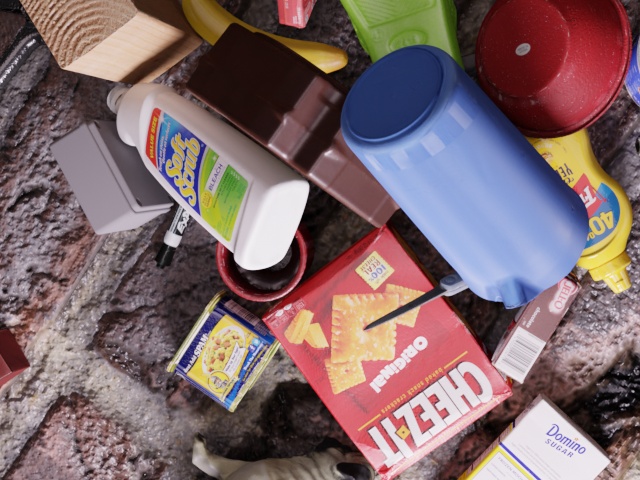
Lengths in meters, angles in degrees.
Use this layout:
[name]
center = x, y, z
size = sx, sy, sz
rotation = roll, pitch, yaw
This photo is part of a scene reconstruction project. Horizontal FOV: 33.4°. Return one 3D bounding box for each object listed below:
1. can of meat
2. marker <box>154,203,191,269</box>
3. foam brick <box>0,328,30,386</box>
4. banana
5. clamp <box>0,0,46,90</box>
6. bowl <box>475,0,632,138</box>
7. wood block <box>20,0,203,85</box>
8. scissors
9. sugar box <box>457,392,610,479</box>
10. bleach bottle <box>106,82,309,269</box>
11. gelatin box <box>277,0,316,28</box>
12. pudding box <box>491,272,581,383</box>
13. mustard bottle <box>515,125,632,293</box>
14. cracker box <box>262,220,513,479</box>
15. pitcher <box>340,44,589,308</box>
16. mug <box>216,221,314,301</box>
[can of meat]
center = -0.099, 0.118, 1.130
size = 0.084, 0.057, 0.102
rotation = 34, 99, 5
[marker]
center = -0.149, -0.025, 1.150
size = 0.020, 0.020, 0.121
rotation = 25, 98, 8
[foam brick]
center = -0.374, 0.141, 1.187
size = 0.078, 0.051, 0.053
rotation = -32, 86, 11
[banana]
center = -0.068, -0.211, 1.104
size = 0.198, 0.070, 0.037
rotation = 28, 58, 1
[clamp]
center = -0.311, -0.233, 1.159
size = 0.171, 0.039, 0.120
rotation = -12, 92, 11
[bowl]
center = 0.200, -0.176, 0.985
size = 0.162, 0.055, 0.162
rotation = 1, 92, 40
[wood block]
center = -0.201, -0.220, 1.053
size = 0.090, 0.206, 0.091
rotation = -33, 87, 11
[scissors]
center = 0.129, 0.031, 1.041
size = 0.202, 0.096, 0.016
rotation = -18, 121, 1
[sugar box]
center = 0.199, 0.250, 1.086
size = 0.093, 0.048, 0.176
rotation = 44, 96, 6
[bleach bottle]
center = -0.126, -0.078, 1.055
size = 0.251, 0.067, 0.103
rotation = 36, 117, 30
[gelatin box]
center = -0.018, -0.269, 1.064
size = 0.030, 0.073, 0.089
rotation = 11, 54, 10
[pudding box]
center = 0.213, 0.078, 1.050
size = 0.039, 0.090, 0.113
rotation = 33, 99, 9
[mustard bottle]
center = 0.250, -0.035, 1.052
size = 0.096, 0.058, 0.191
rotation = -31, 88, 18
[cracker box]
center = 0.068, 0.112, 1.089
size = 0.164, 0.072, 0.214
rotation = -38, 86, 10
[pitcher]
center = 0.124, -0.065, 0.926
size = 0.145, 0.242, 0.149
rotation = -49, 42, -1
[mug]
center = -0.057, 0.001, 1.102
size = 0.093, 0.081, 0.117
rotation = -25, 89, 11
